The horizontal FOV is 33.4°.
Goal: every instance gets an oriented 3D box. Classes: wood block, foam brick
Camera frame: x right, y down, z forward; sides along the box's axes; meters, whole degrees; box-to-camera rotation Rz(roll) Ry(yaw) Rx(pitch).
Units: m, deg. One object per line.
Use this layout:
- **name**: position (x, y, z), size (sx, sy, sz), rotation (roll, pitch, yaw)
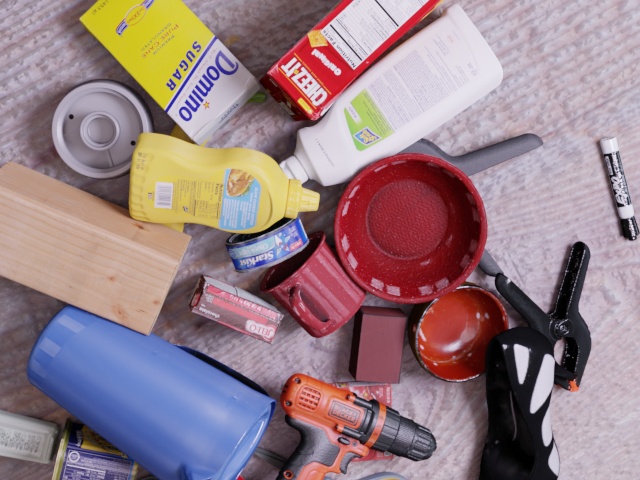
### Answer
- **wood block**: position (-0.250, 0.006, 1.101), size (0.206, 0.091, 0.090), rotation (23, 107, -5)
- **foam brick**: position (0.064, 0.115, 1.184), size (0.051, 0.053, 0.078), rotation (6, 97, -8)

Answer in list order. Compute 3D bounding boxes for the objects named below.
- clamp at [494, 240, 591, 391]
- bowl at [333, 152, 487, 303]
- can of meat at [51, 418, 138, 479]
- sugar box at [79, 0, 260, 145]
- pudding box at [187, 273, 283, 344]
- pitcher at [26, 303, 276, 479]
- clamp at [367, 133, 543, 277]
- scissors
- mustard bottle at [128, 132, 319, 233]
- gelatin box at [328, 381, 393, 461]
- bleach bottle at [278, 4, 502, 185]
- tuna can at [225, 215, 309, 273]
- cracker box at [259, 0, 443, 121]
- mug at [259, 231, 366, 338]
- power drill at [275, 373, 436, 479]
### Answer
- **clamp**: position (0.255, 0.093, 1.204), size (0.120, 0.039, 0.171), rotation (-10, 101, -13)
- **bowl**: position (0.094, -0.017, 1.137), size (0.162, 0.055, 0.162), rotation (0, 103, 0)
- **can of meat**: position (-0.239, 0.235, 1.141), size (0.084, 0.102, 0.057), rotation (13, 96, -11)
- **sugar box**: position (-0.155, -0.193, 1.103), size (0.093, 0.048, 0.176), rotation (-44, 83, 0)
- **pudding box**: position (-0.092, 0.071, 1.130), size (0.090, 0.113, 0.039), rotation (24, 90, -9)
- **pitcher**: position (-0.172, 0.159, 1.109), size (0.243, 0.149, 0.145), rotation (31, 75, 11)
- **clamp**: position (0.135, -0.068, 1.175), size (0.210, 0.036, 0.164), rotation (21, 98, -6)
- **scissors**: position (0.026, 0.270, 1.219), size (0.201, 0.016, 0.096), rotation (44, 89, -10)
- **mustard bottle**: position (-0.097, -0.053, 1.093), size (0.191, 0.058, 0.096), rotation (8, 129, -4)
- **gelatin box**: position (0.044, 0.204, 1.205), size (0.073, 0.030, 0.089), rotation (-3, 97, -6)
- **bleach bottle**: position (0.064, -0.142, 1.134), size (0.251, 0.068, 0.102), rotation (-32, 78, -2)
- **tuna can**: position (-0.057, 0.001, 1.138), size (0.086, 0.086, 0.034), rotation (-23, 103, -3)
- **cracker box**: position (0.040, -0.214, 1.083), size (0.213, 0.164, 0.072), rotation (-43, 98, 0)
- **mug**: position (-0.006, 0.055, 1.140), size (0.093, 0.117, 0.081), rotation (-37, 106, 19)
- **power drill**: position (0.018, 0.256, 1.151), size (0.184, 0.057, 0.187), rotation (24, 80, -10)
